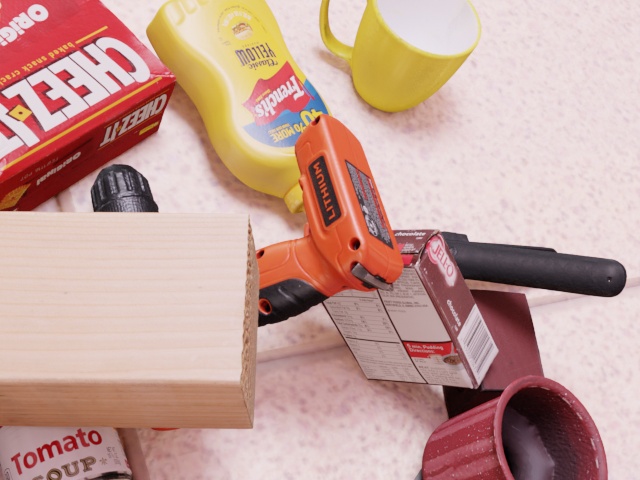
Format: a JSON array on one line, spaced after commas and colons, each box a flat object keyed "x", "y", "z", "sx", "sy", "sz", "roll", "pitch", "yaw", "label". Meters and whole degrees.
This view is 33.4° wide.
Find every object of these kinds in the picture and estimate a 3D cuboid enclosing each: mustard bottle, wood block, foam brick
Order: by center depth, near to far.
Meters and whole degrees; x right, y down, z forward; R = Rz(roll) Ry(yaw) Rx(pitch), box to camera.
[{"x": -0.137, "y": 0.042, "z": 0.544, "sx": 0.206, "sy": 0.090, "sz": 0.091, "roll": 0, "pitch": 67, "yaw": 1, "label": "wood block"}, {"x": 0.116, "y": 0.079, "z": 0.738, "sx": 0.051, "sy": 0.053, "sz": 0.078, "roll": 5, "pitch": 57, "yaw": -19, "label": "foam brick"}, {"x": -0.041, "y": -0.093, "z": 0.772, "sx": 0.096, "sy": 0.058, "sz": 0.191, "roll": -24, "pitch": 79, "yaw": -42, "label": "mustard bottle"}]

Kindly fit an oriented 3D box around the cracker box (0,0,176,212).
[{"x": -0.230, "y": -0.130, "z": 0.719, "sx": 0.214, "sy": 0.072, "sz": 0.164, "roll": 45, "pitch": 53, "yaw": 8, "label": "cracker box"}]

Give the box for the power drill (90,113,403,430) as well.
[{"x": -0.054, "y": 0.001, "z": 0.651, "sx": 0.057, "sy": 0.188, "sz": 0.184, "roll": 25, "pitch": 41, "yaw": -57, "label": "power drill"}]

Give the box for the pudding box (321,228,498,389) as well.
[{"x": 0.051, "y": 0.044, "z": 0.680, "sx": 0.039, "sy": 0.090, "sz": 0.113, "roll": -55, "pitch": 130, "yaw": -36, "label": "pudding box"}]

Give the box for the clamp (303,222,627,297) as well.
[{"x": 0.093, "y": 0.012, "z": 0.751, "sx": 0.210, "sy": 0.164, "sz": 0.036, "roll": 6, "pitch": 91, "yaw": 3, "label": "clamp"}]

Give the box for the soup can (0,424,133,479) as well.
[{"x": -0.153, "y": 0.102, "z": 0.605, "sx": 0.068, "sy": 0.069, "sz": 0.102, "roll": -12, "pitch": 65, "yaw": -28, "label": "soup can"}]

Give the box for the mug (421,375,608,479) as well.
[{"x": 0.123, "y": 0.152, "z": 0.669, "sx": 0.093, "sy": 0.082, "sz": 0.117, "roll": -15, "pitch": 76, "yaw": -41, "label": "mug"}]
